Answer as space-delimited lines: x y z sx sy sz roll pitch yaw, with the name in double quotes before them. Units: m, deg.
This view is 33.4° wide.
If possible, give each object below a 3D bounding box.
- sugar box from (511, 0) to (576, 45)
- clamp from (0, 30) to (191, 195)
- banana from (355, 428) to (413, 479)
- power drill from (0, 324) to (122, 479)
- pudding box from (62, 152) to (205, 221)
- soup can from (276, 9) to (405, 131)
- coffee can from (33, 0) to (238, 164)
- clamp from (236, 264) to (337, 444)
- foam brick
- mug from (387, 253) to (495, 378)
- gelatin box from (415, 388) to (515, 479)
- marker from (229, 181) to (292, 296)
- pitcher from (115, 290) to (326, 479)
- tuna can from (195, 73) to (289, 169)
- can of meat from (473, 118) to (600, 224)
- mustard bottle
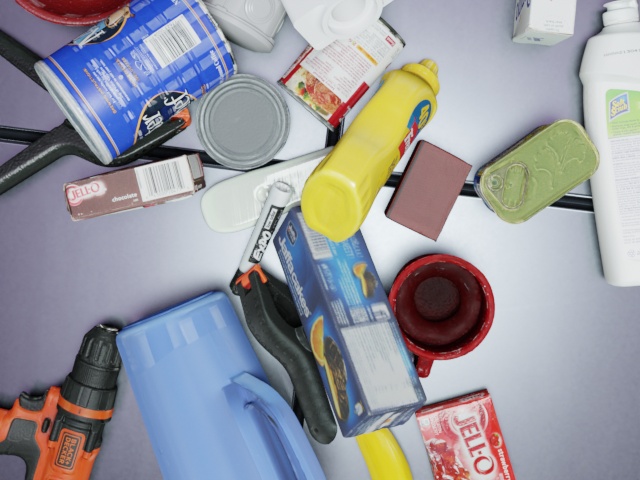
"sugar box" 0.200 -0.263 0.926 0.048 0.093 0.176 7 95 1
"clamp" -0.226 -0.105 0.975 0.210 0.036 0.164 8 87 -2
"banana" 0.059 0.255 1.003 0.069 0.037 0.198 2 95 0
"power drill" -0.287 0.145 0.992 0.187 0.057 0.184 18 95 0
"pudding box" -0.164 -0.049 0.956 0.113 0.090 0.039 -11 97 1
"soup can" 0.019 -0.157 0.953 0.068 0.068 0.102 41 94 -2
"coffee can" -0.157 -0.146 0.914 0.140 0.103 0.103 -37 93 -10
"clamp" -0.020 0.101 0.953 0.039 0.120 0.171 -42 93 21
"foam brick" 0.097 -0.046 0.968 0.051 0.053 0.078 25 96 -1
"mug" 0.103 0.067 0.963 0.093 0.081 0.117 11 95 0
"gelatin box" 0.135 0.192 0.999 0.073 0.030 0.089 -16 95 3
"marker" -0.056 0.001 0.973 0.020 0.020 0.121 25 118 -1
"pitcher" -0.084 0.170 0.951 0.149 0.145 0.243 -22 91 3
"tuna can" -0.070 -0.108 0.976 0.086 0.034 0.086 0 95 1
"can of meat" 0.187 -0.062 0.948 0.102 0.084 0.057 -35 94 4
"mustard bottle" 0.053 -0.092 0.929 0.058 0.096 0.191 29 59 9
